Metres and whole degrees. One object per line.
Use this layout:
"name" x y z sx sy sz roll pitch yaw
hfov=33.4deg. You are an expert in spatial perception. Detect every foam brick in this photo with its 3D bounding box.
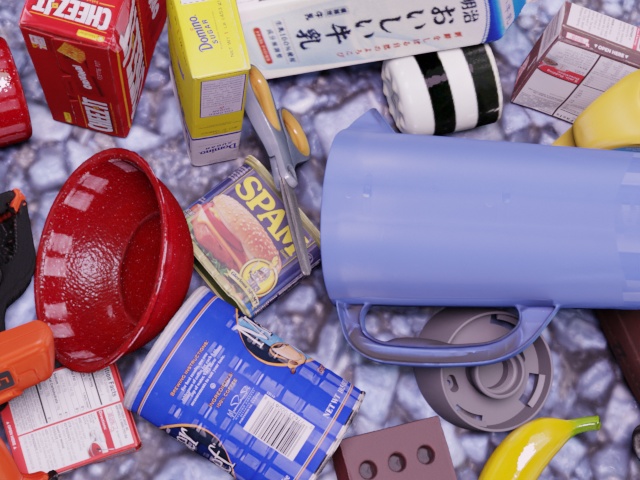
"foam brick" 0.052 0.165 0.783 0.078 0.051 0.053 -13 76 -10

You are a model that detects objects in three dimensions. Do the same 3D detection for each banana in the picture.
"banana" 0.139 0.209 0.776 0.070 0.037 0.198 20 87 21

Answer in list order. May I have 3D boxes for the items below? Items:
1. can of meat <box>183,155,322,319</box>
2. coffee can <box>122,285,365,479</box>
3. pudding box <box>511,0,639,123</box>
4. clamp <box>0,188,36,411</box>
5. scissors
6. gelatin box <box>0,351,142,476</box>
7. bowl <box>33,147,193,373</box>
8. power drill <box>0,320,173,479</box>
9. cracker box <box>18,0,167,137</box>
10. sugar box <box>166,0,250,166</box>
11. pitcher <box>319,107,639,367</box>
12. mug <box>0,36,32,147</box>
"can of meat" -0.055 0.001 0.814 0.084 0.057 0.102 -39 83 -13
"coffee can" -0.054 0.112 0.758 0.140 0.103 0.102 33 73 2
"pudding box" 0.214 -0.135 0.855 0.090 0.113 0.039 19 70 -2
"clamp" -0.244 0.038 0.766 0.120 0.039 0.171 54 39 -28
"scissors" -0.019 -0.046 0.798 0.016 0.096 0.202 -29 61 17
"gelatin box" -0.183 0.130 0.776 0.089 0.030 0.073 -18 76 -11
"bowl" -0.141 0.017 0.771 0.055 0.162 0.162 13 68 -44
"power drill" -0.186 0.152 0.715 0.184 0.057 0.187 -21 108 -14
"cracker box" -0.149 -0.208 0.804 0.072 0.164 0.213 15 73 -1
"sugar box" -0.085 -0.127 0.782 0.048 0.176 0.093 -11 76 -12
"pitcher" 0.125 -0.001 0.762 0.243 0.149 0.145 3 34 14
"mug" -0.267 -0.115 0.793 0.081 0.117 0.093 -17 44 -16
